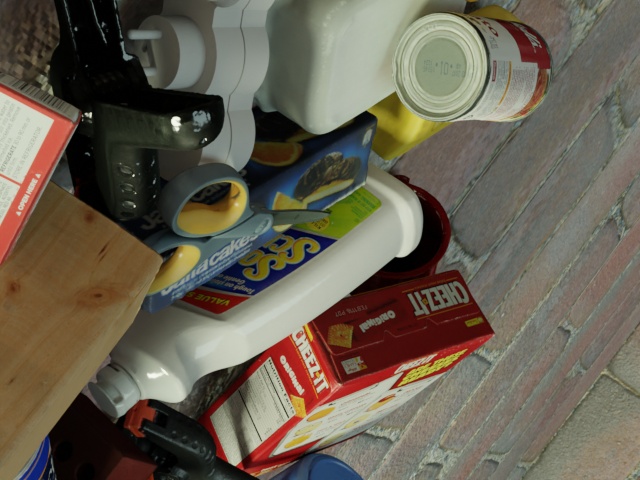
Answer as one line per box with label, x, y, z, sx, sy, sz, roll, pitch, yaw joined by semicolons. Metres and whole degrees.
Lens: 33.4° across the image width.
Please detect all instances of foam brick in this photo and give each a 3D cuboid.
foam brick;-0.158;0.141;0.702;0.053;0.078;0.051;-51;158;-4

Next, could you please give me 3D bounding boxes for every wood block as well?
wood block;-0.172;0.073;0.483;0.205;0.090;0.091;-56;-179;-32

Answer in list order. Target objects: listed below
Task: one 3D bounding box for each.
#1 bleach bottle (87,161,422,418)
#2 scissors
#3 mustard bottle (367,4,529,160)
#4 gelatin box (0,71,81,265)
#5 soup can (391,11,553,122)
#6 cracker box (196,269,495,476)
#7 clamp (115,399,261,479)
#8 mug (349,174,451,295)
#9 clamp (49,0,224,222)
bleach bottle;-0.046;0.034;0.725;0.250;0.103;0.068;-40;148;-29
scissors;-0.054;0.001;0.619;0.096;0.016;0.201;-45;163;5
mustard bottle;0.111;-0.134;0.834;0.191;0.058;0.096;-32;155;-40
gelatin box;-0.157;-0.042;0.446;0.073;0.089;0.030;-59;-167;13
soup can;0.098;-0.109;0.679;0.102;0.069;0.069;-11;133;-56
cracker box;0.013;0.113;0.874;0.163;0.072;0.214;-13;157;-38
clamp;-0.101;0.169;0.817;0.171;0.120;0.039;80;12;-57
mug;0.061;0.000;0.910;0.081;0.093;0.117;92;5;-60
clamp;-0.100;-0.078;0.486;0.036;0.164;0.210;-19;167;-22
